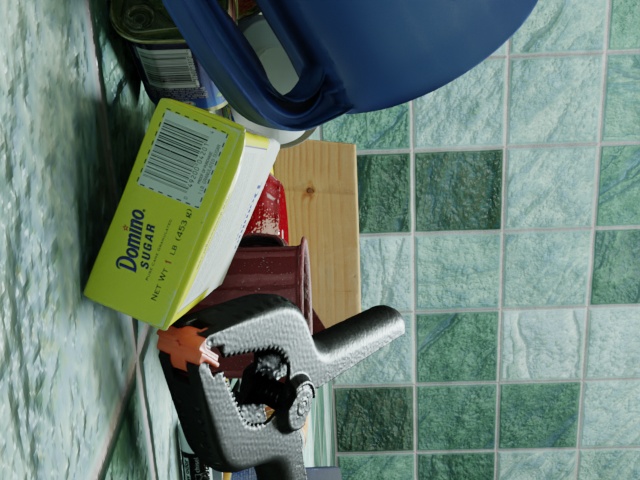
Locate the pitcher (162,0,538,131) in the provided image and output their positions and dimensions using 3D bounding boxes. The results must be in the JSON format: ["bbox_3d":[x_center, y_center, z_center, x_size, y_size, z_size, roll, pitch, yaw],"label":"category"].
[{"bbox_3d":[-0.013,-0.177,0.465,0.242,0.145,0.149,53,25,-33],"label":"pitcher"}]

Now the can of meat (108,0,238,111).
[{"bbox_3d":[-0.072,-0.127,0.555,0.084,0.057,0.102,87,2,-70],"label":"can of meat"}]

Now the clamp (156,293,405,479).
[{"bbox_3d":[-0.018,0.077,0.582,0.164,0.036,0.209,-64,147,-18],"label":"clamp"}]

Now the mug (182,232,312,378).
[{"bbox_3d":[-0.048,0.037,0.676,0.117,0.081,0.093,-89,176,-46],"label":"mug"}]

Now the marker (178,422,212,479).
[{"bbox_3d":[-0.075,0.169,0.672,0.020,0.020,0.121,-84,171,-72],"label":"marker"}]

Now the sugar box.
[{"bbox_3d":[-0.062,-0.017,0.528,0.176,0.048,0.093,-91,-155,-86],"label":"sugar box"}]

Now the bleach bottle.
[{"bbox_3d":[-0.039,-0.117,0.737,0.251,0.068,0.102,-140,-135,-82],"label":"bleach bottle"}]

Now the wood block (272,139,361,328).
[{"bbox_3d":[-0.017,0.013,1.035,0.090,0.090,0.206,146,-55,-67],"label":"wood block"}]
